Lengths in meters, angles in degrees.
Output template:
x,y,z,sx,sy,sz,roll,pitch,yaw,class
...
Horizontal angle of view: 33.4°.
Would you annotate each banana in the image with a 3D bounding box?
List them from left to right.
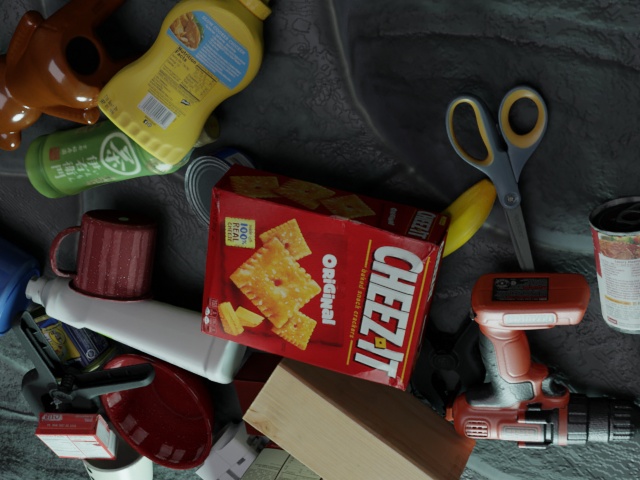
x,y,z,sx,sy,sz,roll,pitch,yaw,class
0.086,-0.005,1.022,0.198,0.037,0.069,-14,112,31,banana

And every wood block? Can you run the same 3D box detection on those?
x,y,z,sx,sy,sz,roll,pitch,yaw,class
0.040,0.190,1.076,0.206,0.090,0.091,36,125,5,wood block

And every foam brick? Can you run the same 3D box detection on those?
x,y,z,sx,sy,sz,roll,pitch,yaw,class
-0.057,0.173,1.191,0.053,0.051,0.078,2,120,23,foam brick

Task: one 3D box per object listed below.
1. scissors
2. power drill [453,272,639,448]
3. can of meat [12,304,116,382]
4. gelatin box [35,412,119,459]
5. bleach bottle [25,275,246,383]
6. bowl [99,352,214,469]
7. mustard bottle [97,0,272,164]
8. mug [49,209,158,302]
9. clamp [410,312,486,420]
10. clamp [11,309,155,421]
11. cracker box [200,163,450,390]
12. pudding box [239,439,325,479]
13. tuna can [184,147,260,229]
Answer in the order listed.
x,y,z,sx,sy,sz,roll,pitch,yaw,class
0.182,-0.054,0.949,0.096,0.016,0.201,-30,112,14,scissors
0.214,0.119,1.006,0.184,0.057,0.187,-1,124,11,power drill
-0.309,0.117,1.275,0.102,0.057,0.084,-20,107,34,can of meat
-0.286,0.230,1.261,0.073,0.030,0.089,0,150,9,gelatin box
-0.209,0.087,1.174,0.251,0.068,0.102,17,169,11,bleach bottle
-0.180,0.188,1.250,0.162,0.055,0.162,17,125,25,bowl
-0.109,-0.168,0.975,0.096,0.058,0.192,41,101,-15,mustard bottle
-0.229,0.013,1.136,0.117,0.093,0.081,4,103,-24,mug
0.134,0.106,1.067,0.120,0.039,0.171,-3,125,25,clamp
-0.282,0.166,1.228,0.164,0.036,0.210,21,140,-4,clamp
-0.001,0.035,1.006,0.214,0.072,0.164,15,120,11,cracker box
-0.027,0.257,1.188,0.090,0.113,0.039,6,118,23,pudding box
-0.094,-0.050,1.072,0.086,0.033,0.086,20,124,32,tuna can
